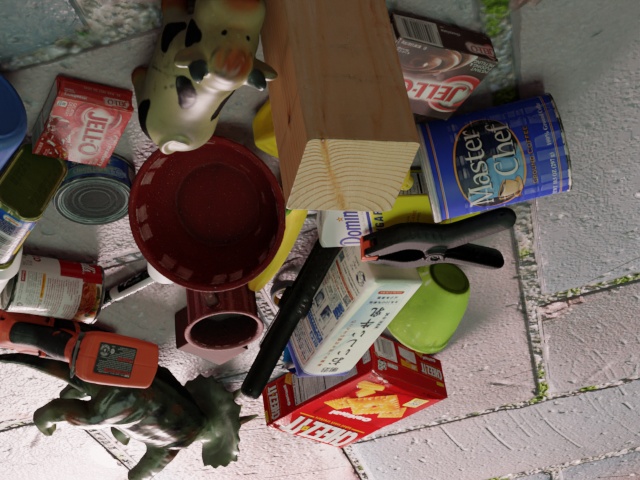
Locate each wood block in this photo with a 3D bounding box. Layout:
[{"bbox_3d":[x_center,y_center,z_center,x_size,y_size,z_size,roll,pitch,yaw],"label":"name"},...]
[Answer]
[{"bbox_3d":[0.009,-0.133,0.873,0.090,0.206,0.091,1,146,-15],"label":"wood block"}]

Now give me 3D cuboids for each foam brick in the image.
[{"bbox_3d":[-0.138,0.115,1.346,0.051,0.053,0.078,-31,142,29],"label":"foam brick"}]

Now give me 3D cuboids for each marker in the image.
[{"bbox_3d":[-0.220,0.052,1.261,0.121,0.020,0.020,-26,143,23],"label":"marker"}]

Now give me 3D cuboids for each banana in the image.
[{"bbox_3d":[-0.046,-0.012,1.171,0.037,0.069,0.198,37,150,9],"label":"banana"}]

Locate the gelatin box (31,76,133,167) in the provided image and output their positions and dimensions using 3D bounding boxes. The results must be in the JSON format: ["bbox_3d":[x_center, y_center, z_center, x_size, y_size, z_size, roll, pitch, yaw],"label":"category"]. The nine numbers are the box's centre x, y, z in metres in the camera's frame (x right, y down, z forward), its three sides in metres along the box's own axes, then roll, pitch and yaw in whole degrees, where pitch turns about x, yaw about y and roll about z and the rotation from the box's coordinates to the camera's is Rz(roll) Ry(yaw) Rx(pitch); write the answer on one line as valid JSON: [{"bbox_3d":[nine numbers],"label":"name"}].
[{"bbox_3d":[-0.225,-0.111,1.007,0.073,0.030,0.089,10,142,-27],"label":"gelatin box"}]

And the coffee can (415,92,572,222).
[{"bbox_3d":[0.173,-0.083,1.081,0.140,0.103,0.103,-13,146,5],"label":"coffee can"}]

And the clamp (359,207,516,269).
[{"bbox_3d":[0.131,-0.001,1.165,0.171,0.039,0.120,-2,147,-8],"label":"clamp"}]

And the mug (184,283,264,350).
[{"bbox_3d":[-0.120,0.067,1.251,0.093,0.081,0.117,-15,146,8],"label":"mug"}]

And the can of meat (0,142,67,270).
[{"bbox_3d":[-0.294,-0.035,1.026,0.057,0.102,0.084,33,130,-16],"label":"can of meat"}]

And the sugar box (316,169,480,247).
[{"bbox_3d":[0.087,-0.036,1.182,0.176,0.048,0.093,-5,147,-8],"label":"sugar box"}]

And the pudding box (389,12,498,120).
[{"bbox_3d":[0.095,-0.162,1.002,0.113,0.039,0.090,10,142,-27],"label":"pudding box"}]

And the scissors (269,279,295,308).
[{"bbox_3d":[-0.027,0.098,1.378,0.096,0.016,0.202,-2,144,-15],"label":"scissors"}]

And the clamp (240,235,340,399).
[{"bbox_3d":[-0.031,0.076,1.259,0.036,0.164,0.210,28,97,-3],"label":"clamp"}]

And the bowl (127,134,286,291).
[{"bbox_3d":[-0.111,-0.032,1.088,0.162,0.055,0.162,2,104,7],"label":"bowl"}]

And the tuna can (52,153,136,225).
[{"bbox_3d":[-0.231,-0.052,1.090,0.086,0.034,0.086,-6,146,-4],"label":"tuna can"}]

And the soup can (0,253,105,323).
[{"bbox_3d":[-0.301,0.054,1.200,0.102,0.068,0.069,11,141,-27],"label":"soup can"}]

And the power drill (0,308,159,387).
[{"bbox_3d":[-0.274,0.127,1.251,0.188,0.057,0.184,7,175,44],"label":"power drill"}]

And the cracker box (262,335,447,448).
[{"bbox_3d":[0.048,0.220,1.530,0.214,0.072,0.164,-33,140,32],"label":"cracker box"}]
